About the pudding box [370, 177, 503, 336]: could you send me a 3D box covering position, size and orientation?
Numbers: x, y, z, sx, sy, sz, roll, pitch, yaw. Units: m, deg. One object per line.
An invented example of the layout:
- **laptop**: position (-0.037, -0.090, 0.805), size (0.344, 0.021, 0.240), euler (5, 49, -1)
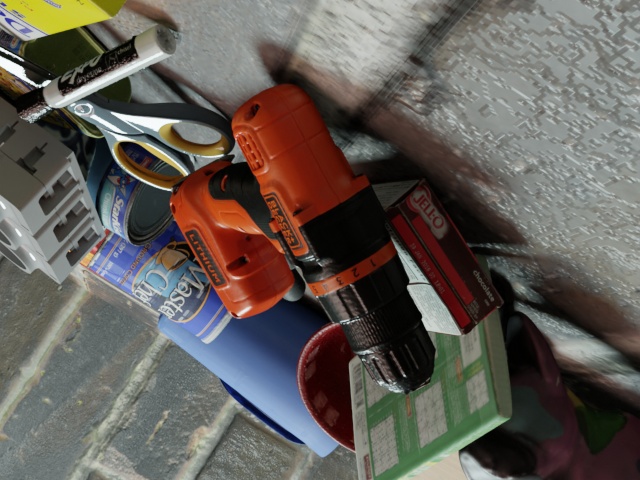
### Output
- **pudding box**: position (0.049, 0.010, 0.648), size (0.090, 0.039, 0.114), euler (57, 159, -13)

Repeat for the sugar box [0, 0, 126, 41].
- **sugar box**: position (-0.162, -0.151, 0.558), size (0.093, 0.048, 0.176), euler (37, 165, -26)

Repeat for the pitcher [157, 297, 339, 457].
- **pitcher**: position (-0.059, 0.126, 1.187), size (0.243, 0.149, 0.145), euler (35, 179, -1)

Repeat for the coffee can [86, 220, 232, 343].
- **coffee can**: position (-0.142, 0.021, 1.048), size (0.140, 0.102, 0.103), euler (34, 167, -10)

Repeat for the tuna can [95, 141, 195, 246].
- **tuna can**: position (-0.137, -0.041, 0.836), size (0.034, 0.086, 0.086), euler (29, 168, 17)

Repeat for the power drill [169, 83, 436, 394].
- **power drill**: position (-0.016, 0.006, 0.642), size (0.184, 0.057, 0.188), euler (64, 155, -7)

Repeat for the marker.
- **marker**: position (-0.136, -0.096, 0.630), size (0.121, 0.020, 0.020), euler (-19, 138, 31)

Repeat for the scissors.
- **scissors**: position (-0.130, -0.090, 0.676), size (0.096, 0.016, 0.201), euler (-15, 146, 23)

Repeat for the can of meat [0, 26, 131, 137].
- **can of meat**: position (-0.188, -0.119, 0.723), size (0.084, 0.057, 0.102), euler (20, 163, 36)

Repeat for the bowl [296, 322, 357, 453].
- **bowl**: position (0.063, 0.120, 0.951), size (0.162, 0.055, 0.162), euler (10, 123, 16)
